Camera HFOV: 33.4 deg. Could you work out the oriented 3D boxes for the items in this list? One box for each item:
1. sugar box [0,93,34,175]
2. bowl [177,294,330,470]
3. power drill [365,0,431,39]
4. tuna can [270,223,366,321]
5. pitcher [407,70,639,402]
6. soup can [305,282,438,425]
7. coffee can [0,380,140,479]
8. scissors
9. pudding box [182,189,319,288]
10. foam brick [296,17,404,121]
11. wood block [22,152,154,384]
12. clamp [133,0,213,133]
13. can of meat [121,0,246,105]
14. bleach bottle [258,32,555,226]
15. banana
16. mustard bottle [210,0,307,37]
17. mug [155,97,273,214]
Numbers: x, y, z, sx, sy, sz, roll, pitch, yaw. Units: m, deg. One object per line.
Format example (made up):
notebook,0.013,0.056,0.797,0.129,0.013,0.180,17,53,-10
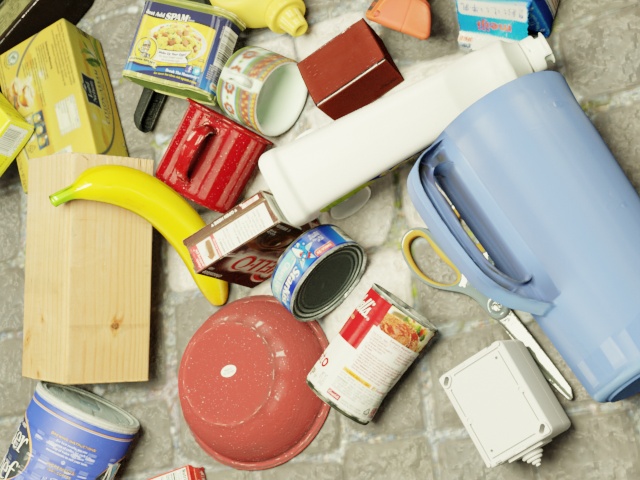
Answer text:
sugar box,-0.378,-0.135,1.098,0.176,0.048,0.093,43,98,24
bowl,-0.071,0.123,0.959,0.162,0.055,0.162,-7,73,23
power drill,0.099,-0.268,0.915,0.057,0.184,0.188,21,100,-3
tuna can,-0.002,0.028,0.934,0.034,0.086,0.086,42,96,29
pitcher,0.186,0.002,0.824,0.149,0.144,0.243,-35,68,13
soup can,0.043,0.096,0.905,0.069,0.068,0.102,38,94,28
coffee can,-0.243,0.214,0.989,0.103,0.102,0.140,24,88,28
scissors,0.155,0.037,0.896,0.202,0.016,0.096,36,93,28
pudding box,-0.056,0.001,0.951,0.090,0.113,0.039,-32,68,15
foam brick,0.027,-0.155,0.987,0.078,0.053,0.051,-33,65,13
wood block,-0.217,0.026,0.998,0.090,0.090,0.206,-1,86,50
clamp,-0.132,-0.196,1.082,0.120,0.039,0.171,-3,78,13
can of meat,-0.133,-0.184,1.030,0.102,0.057,0.084,16,86,19
bleach bottle,0.076,-0.099,0.884,0.251,0.102,0.068,-28,92,8
banana,-0.148,-0.015,0.971,0.069,0.197,0.037,-52,27,6
mustard bottle,-0.073,-0.266,1.059,0.096,0.058,0.192,-36,64,-8
mug,-0.105,-0.078,0.997,0.093,0.117,0.081,29,95,8
